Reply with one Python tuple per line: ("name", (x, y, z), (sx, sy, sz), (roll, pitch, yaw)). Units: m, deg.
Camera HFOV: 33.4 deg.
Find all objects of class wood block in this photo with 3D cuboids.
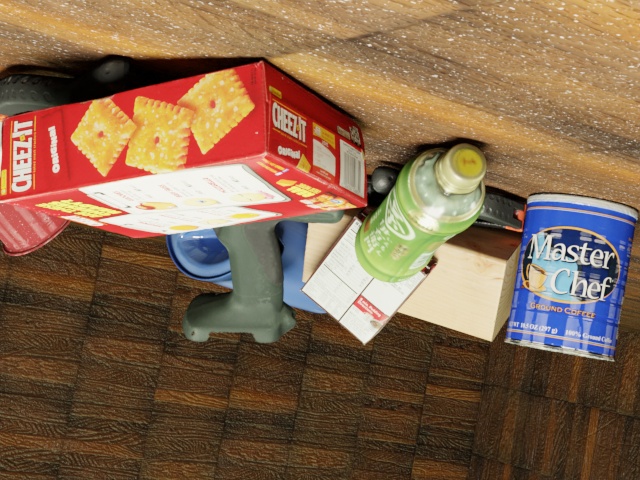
("wood block", (0.095, 0.016, 1.085), (0.206, 0.091, 0.090), (16, -153, 20))

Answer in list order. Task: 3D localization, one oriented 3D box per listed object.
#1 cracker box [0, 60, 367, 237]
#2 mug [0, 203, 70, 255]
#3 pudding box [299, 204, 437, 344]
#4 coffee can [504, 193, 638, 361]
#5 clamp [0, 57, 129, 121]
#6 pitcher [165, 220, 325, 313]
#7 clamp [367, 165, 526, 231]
("cracker box", (-0.095, -0.058, 0.770), (0.214, 0.072, 0.164), (-7, 168, 25))
("mug", (-0.302, -0.052, 1.068), (0.081, 0.093, 0.117), (57, -169, -33))
("pudding box", (0.046, 0.035, 1.041), (0.090, 0.114, 0.039), (41, -148, 5))
("coffee can", (0.234, 0.035, 0.999), (0.103, 0.140, 0.103), (10, 176, 1))
("clamp", (-0.175, -0.106, 0.846), (0.210, 0.036, 0.164), (3, 171, 35))
("pitcher", (-0.058, 0.001, 1.201), (0.145, 0.149, 0.242), (-25, 153, 23))
("clamp", (0.114, -0.039, 1.011), (0.171, 0.039, 0.120), (8, 180, 1))
